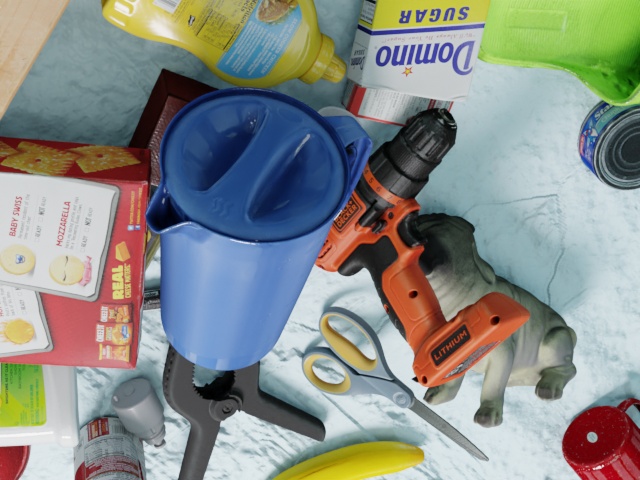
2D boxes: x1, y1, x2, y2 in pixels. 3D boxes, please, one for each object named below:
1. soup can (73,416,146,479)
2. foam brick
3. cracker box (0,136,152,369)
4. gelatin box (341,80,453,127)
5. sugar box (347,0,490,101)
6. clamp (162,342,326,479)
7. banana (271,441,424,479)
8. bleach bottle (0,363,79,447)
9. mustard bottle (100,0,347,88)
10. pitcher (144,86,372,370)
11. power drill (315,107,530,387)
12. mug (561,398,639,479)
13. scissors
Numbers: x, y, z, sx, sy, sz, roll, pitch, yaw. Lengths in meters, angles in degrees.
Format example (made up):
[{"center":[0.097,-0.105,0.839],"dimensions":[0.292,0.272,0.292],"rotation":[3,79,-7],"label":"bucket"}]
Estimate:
[{"center":[-0.194,0.220,0.987],"dimensions":[0.068,0.102,0.068],"rotation":[-7,122,-11],"label":"soup can"},{"center":[-0.114,-0.085,0.849],"dimensions":[0.053,0.051,0.078],"rotation":[18,115,-24],"label":"foam brick"},{"center":[-0.239,0.007,0.805],"dimensions":[0.213,0.072,0.164],"rotation":[4,117,-8],"label":"cracker box"},{"center":[0.070,-0.132,0.880],"dimensions":[0.089,0.030,0.073],"rotation":[10,117,-19],"label":"gelatin box"},{"center":[0.084,-0.199,0.812],"dimensions":[0.093,0.048,0.176],"rotation":[5,105,-17],"label":"sugar box"},{"center":[-0.099,0.158,1.001],"dimensions":[0.164,0.036,0.210],"rotation":[-33,123,-11],"label":"clamp"},{"center":[0.009,0.245,1.097],"dimensions":[0.198,0.037,0.069],"rotation":[-25,141,4],"label":"banana"},{"center":[-0.335,0.135,0.906],"dimensions":[0.250,0.068,0.102],"rotation":[-4,80,-11],"label":"bleach bottle"},{"center":[-0.061,-0.169,0.806],"dimensions":[0.191,0.058,0.096],"rotation":[25,111,-26],"label":"mustard bottle"},{"center":[-0.055,0.001,0.832],"dimensions":[0.149,0.145,0.243],"rotation":[13,147,-4],"label":"pitcher"},{"center":[0.087,0.010,0.876],"dimensions":[0.057,0.188,0.185],"rotation":[-7,147,-48],"label":"power drill"},{"center":[0.316,0.220,1.133],"dimensions":[0.081,0.093,0.117],"rotation":[47,70,-27],"label":"mug"},{"center":[0.059,0.151,1.002],"dimensions":[0.096,0.016,0.202],"rotation":[-41,89,30],"label":"scissors"}]
